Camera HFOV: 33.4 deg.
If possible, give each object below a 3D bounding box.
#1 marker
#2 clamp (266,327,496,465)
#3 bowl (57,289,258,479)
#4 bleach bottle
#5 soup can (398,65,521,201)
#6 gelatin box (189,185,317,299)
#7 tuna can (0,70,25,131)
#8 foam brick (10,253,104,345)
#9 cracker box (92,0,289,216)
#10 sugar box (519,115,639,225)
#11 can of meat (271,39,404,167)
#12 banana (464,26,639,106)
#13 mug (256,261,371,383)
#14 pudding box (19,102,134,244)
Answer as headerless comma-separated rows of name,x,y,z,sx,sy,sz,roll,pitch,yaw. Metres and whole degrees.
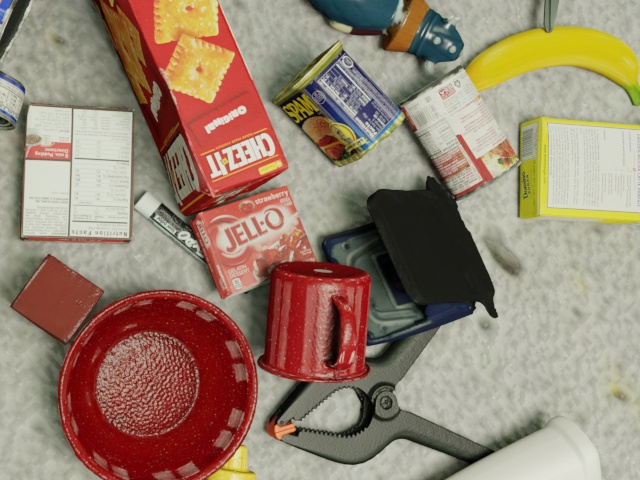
marker,-0.106,0.004,0.904,0.121,0.020,0.020,41,77,-9
clamp,0.058,0.148,0.928,0.209,0.036,0.164,-20,91,-19
bowl,-0.134,0.119,0.864,0.161,0.055,0.162,0,90,-21
bleach bottle,0.117,0.242,0.913,0.250,0.068,0.102,-19,122,-14
soup can,0.122,-0.095,0.947,0.068,0.069,0.102,-33,94,-15
gelatin box,-0.056,0.001,0.898,0.089,0.030,0.073,-19,84,-30
tuna can,-0.276,-0.116,0.833,0.086,0.086,0.034,17,80,-13
foam brick,-0.208,0.046,0.843,0.053,0.078,0.051,37,79,-10
cracker box,-0.111,-0.133,0.837,0.072,0.164,0.214,-23,92,-14
sugar box,0.274,-0.062,0.997,0.176,0.048,0.093,4,85,-19
can of meat,0.015,-0.113,0.903,0.084,0.102,0.057,46,76,-10
banana,0.220,-0.166,0.994,0.197,0.037,0.069,1,84,-15
mug,0.001,0.065,0.850,0.093,0.117,0.081,2,99,-18
pudding box,-0.198,-0.054,0.874,0.090,0.039,0.113,2,87,-15
